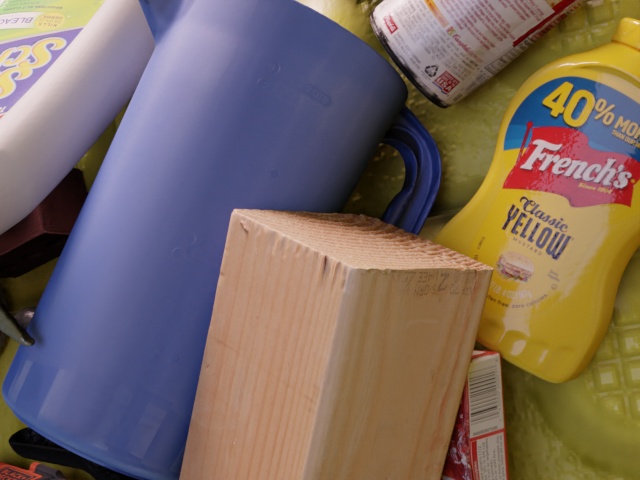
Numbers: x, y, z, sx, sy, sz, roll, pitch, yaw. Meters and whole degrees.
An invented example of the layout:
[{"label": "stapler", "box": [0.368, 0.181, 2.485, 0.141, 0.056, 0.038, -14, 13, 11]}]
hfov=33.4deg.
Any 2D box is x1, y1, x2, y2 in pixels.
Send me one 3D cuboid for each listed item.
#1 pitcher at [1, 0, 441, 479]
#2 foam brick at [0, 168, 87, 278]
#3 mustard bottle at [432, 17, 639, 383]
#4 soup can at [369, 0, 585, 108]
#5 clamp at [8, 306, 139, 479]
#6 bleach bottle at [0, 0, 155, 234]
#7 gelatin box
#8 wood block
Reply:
[{"label": "pitcher", "box": [-0.054, 0.001, 0.556, 0.149, 0.144, 0.243, 23, 84, 31]}, {"label": "foam brick", "box": [-0.195, -0.013, 0.700, 0.078, 0.052, 0.051, -24, 75, 25]}, {"label": "mustard bottle", "box": [0.129, -0.033, 0.525, 0.096, 0.058, 0.192, 33, 101, 24]}, {"label": "soup can", "box": [0.085, -0.124, 0.550, 0.102, 0.068, 0.068, -38, 70, 21]}, {"label": "clamp", "box": [-0.132, 0.128, 0.656, 0.171, 0.039, 0.120, 38, 137, 18]}, {"label": "bleach bottle", "box": [-0.162, -0.056, 0.551, 0.103, 0.068, 0.250, 3, 44, 17]}, {"label": "gelatin box", "box": [0.056, 0.098, 0.530, 0.073, 0.030, 0.089, 1, 97, 50]}, {"label": "wood block", "box": [-0.003, 0.097, 0.500, 0.091, 0.090, 0.206, 26, 108, 46]}]
